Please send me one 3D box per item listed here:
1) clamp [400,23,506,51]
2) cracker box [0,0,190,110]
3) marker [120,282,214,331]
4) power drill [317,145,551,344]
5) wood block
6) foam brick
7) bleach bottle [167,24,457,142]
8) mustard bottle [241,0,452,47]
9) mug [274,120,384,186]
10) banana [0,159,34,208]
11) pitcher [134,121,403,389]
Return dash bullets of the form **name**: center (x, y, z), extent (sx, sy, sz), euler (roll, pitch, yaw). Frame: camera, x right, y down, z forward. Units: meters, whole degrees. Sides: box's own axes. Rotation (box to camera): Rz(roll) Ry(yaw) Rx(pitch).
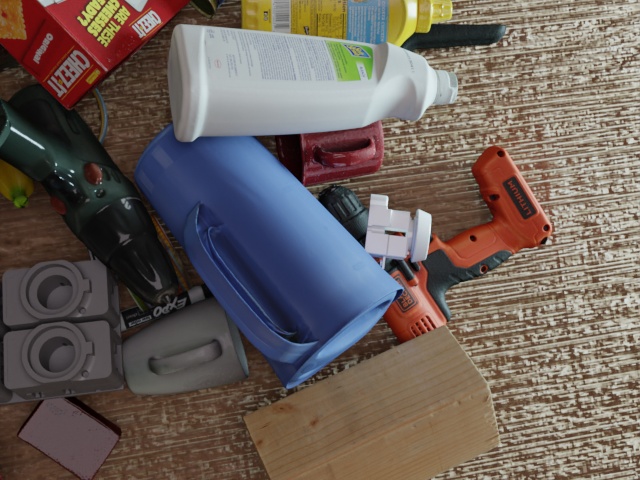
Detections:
- **clamp**: center (0.055, -0.216, 1.025), extent (0.210, 0.036, 0.164), euler (-32, 95, -7)
- **cracker box**: center (-0.236, -0.237, 0.910), extent (0.213, 0.072, 0.164), euler (46, 39, -11)
- **marker**: center (-0.140, 0.059, 0.993), extent (0.121, 0.020, 0.020), euler (-19, 92, -10)
- **power drill**: center (0.111, -0.010, 1.020), extent (0.187, 0.057, 0.184), euler (-34, 98, -6)
- **wood block**: center (0.047, 0.173, 0.965), extent (0.206, 0.090, 0.091), euler (-24, 130, -8)
- **foam brick**: center (-0.224, 0.173, 0.958), extent (0.078, 0.051, 0.053), euler (37, 82, -7)
- **bleach bottle**: center (-0.001, -0.131, 0.917), extent (0.250, 0.068, 0.102), euler (1, 51, -16)
- **mustard bottle**: center (0.024, -0.210, 0.971), extent (0.191, 0.058, 0.096), euler (-1, 110, -3)
- **mug**: center (0.012, -0.092, 0.978), extent (0.081, 0.117, 0.093), euler (-11, 111, -15)
- **banana**: center (-0.306, -0.107, 0.945), extent (0.037, 0.070, 0.198), euler (-35, 85, -18)
- **pitcher**: center (-0.056, 0.001, 0.926), extent (0.145, 0.149, 0.243), euler (-38, 78, -17)
